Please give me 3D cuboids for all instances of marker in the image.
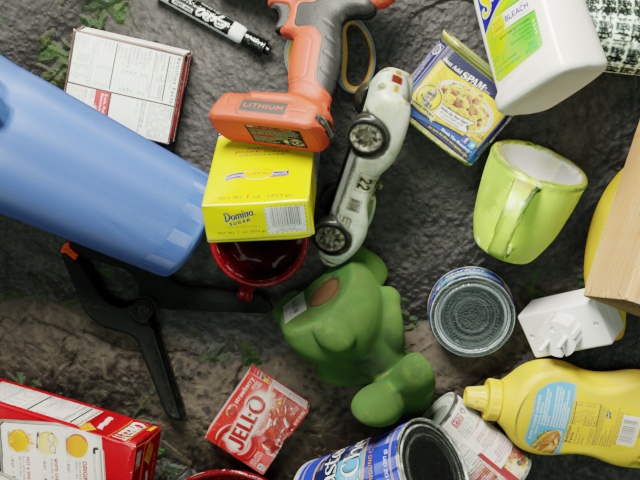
[{"bbox_3d":[-0.101,-0.209,1.010,0.121,0.020,0.020,29,104,-3],"label":"marker"}]

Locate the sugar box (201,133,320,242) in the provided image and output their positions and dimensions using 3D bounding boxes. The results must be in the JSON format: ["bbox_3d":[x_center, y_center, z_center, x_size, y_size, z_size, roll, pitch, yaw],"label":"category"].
[{"bbox_3d":[-0.049,-0.068,0.958,0.093,0.176,0.048,-3,128,4],"label":"sugar box"}]

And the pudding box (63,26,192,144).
[{"bbox_3d":[-0.186,-0.148,1.022,0.113,0.039,0.090,13,104,0],"label":"pudding box"}]

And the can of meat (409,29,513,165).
[{"bbox_3d":[0.128,-0.130,0.990,0.102,0.057,0.084,38,105,-4],"label":"can of meat"}]

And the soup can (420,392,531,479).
[{"bbox_3d":[0.149,0.208,1.062,0.102,0.068,0.068,41,103,-5],"label":"soup can"}]

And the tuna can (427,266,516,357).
[{"bbox_3d":[0.148,0.071,1.047,0.086,0.033,0.086,1,103,4],"label":"tuna can"}]

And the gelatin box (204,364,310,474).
[{"bbox_3d":[-0.065,0.184,1.093,0.073,0.030,0.089,34,103,-3],"label":"gelatin box"}]

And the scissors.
[{"bbox_3d":[0.001,-0.234,0.997,0.096,0.016,0.202,-10,102,7],"label":"scissors"}]

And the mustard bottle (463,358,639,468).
[{"bbox_3d":[0.235,0.164,1.041,0.191,0.058,0.096,8,113,-3],"label":"mustard bottle"}]

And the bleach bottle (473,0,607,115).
[{"bbox_3d":[0.165,-0.243,0.929,0.067,0.103,0.251,-8,75,-31],"label":"bleach bottle"}]

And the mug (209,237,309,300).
[{"bbox_3d":[-0.057,0.001,1.023,0.093,0.081,0.117,13,104,1],"label":"mug"}]

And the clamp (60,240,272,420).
[{"bbox_3d":[-0.163,0.060,1.069,0.210,0.036,0.165,44,103,-6],"label":"clamp"}]

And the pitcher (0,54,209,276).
[{"bbox_3d":[-0.227,-0.061,0.986,0.242,0.149,0.145,27,116,-20],"label":"pitcher"}]

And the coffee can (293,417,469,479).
[{"bbox_3d":[0.056,0.239,1.014,0.141,0.102,0.103,-30,100,36],"label":"coffee can"}]

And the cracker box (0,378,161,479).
[{"bbox_3d":[-0.278,0.242,1.082,0.214,0.072,0.164,14,103,15],"label":"cracker box"}]

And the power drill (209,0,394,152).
[{"bbox_3d":[-0.036,-0.178,0.942,0.185,0.057,0.187,10,74,20],"label":"power drill"}]
